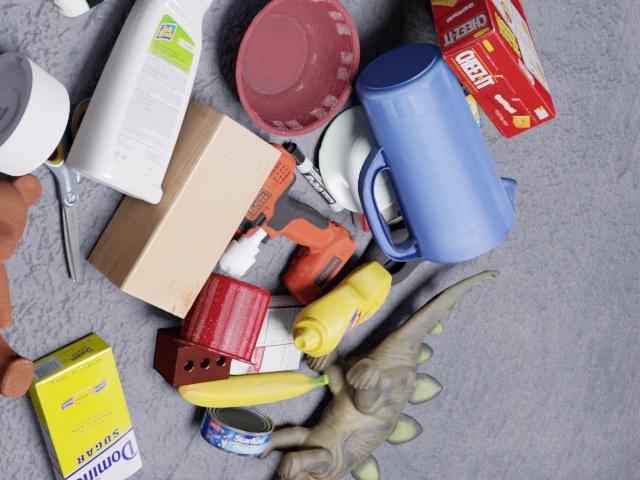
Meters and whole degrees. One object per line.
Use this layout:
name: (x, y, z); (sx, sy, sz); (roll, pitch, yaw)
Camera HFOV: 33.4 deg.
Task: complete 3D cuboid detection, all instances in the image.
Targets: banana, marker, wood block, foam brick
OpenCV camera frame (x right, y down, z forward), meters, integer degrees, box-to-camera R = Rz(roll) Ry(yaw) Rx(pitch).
banana: (-0.090, 0.177, 1.294); (0.197, 0.037, 0.070); (-2, 153, -30)
marker: (-0.007, -0.076, 1.270); (0.020, 0.020, 0.121); (-51, 132, -8)
wood block: (-0.145, -0.036, 1.133); (0.090, 0.090, 0.206); (30, 90, -42)
foam brick: (-0.146, 0.132, 1.235); (0.078, 0.051, 0.053); (-4, 113, -37)

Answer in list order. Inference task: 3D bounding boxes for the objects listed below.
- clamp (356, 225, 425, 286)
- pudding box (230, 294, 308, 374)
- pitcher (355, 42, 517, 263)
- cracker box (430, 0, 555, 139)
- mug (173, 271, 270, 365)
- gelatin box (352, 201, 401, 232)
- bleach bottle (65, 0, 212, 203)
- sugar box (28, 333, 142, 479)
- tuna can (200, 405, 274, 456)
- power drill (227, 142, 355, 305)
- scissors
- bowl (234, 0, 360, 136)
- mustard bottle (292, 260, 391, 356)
clamp: (0.117, -0.001, 1.389); (0.171, 0.039, 0.120); (-27, 123, -26)
pudding box: (-0.070, 0.114, 1.296); (0.113, 0.039, 0.090); (0, 109, -40)
pitcher: (0.122, -0.096, 1.237); (0.242, 0.145, 0.149); (63, 38, -32)
cracker box: (0.186, -0.246, 1.224); (0.072, 0.213, 0.164); (-26, 137, 24)
mug: (-0.109, 0.083, 1.168); (0.093, 0.117, 0.081); (23, 81, -31)
gelatin box: (0.079, -0.061, 1.338); (0.089, 0.030, 0.073); (-26, 122, -27)
bleach bottle: (-0.163, -0.170, 1.067); (0.102, 0.068, 0.251); (26, 85, -50)
sugar box: (-0.260, 0.200, 1.180); (0.093, 0.048, 0.176); (-26, 123, -27)
tuna can: (-0.101, 0.227, 1.290); (0.085, 0.086, 0.034); (8, 106, -40)
power drill: (-0.058, 0.002, 1.239); (0.184, 0.057, 0.187); (-50, 133, 1)
scissors: (-0.243, -0.060, 1.095); (0.096, 0.016, 0.202); (-30, 126, -24)
bowl: (-0.036, -0.198, 1.167); (0.161, 0.055, 0.162); (-16, 119, -32)
mustard bottle: (0.017, 0.090, 1.275); (0.096, 0.058, 0.191); (-50, 171, 28)
